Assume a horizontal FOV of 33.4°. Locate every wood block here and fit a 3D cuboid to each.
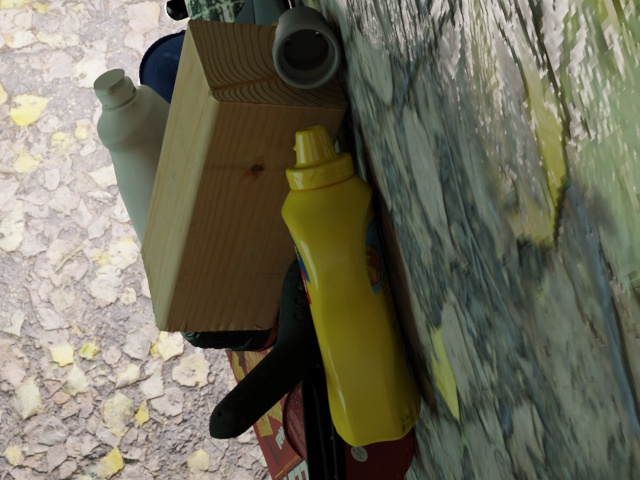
[{"bbox_3d":[-0.060,-0.038,0.738,0.090,0.090,0.206,-111,30,-42],"label":"wood block"}]

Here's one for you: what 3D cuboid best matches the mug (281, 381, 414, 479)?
[{"bbox_3d":[0.027,0.135,0.813,0.081,0.093,0.117,-137,68,-73],"label":"mug"}]

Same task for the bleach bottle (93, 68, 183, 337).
[{"bbox_3d":[-0.129,-0.032,0.916,0.102,0.068,0.250,-70,-33,-43],"label":"bleach bottle"}]

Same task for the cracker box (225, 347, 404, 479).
[{"bbox_3d":[-0.016,0.162,1.036,0.214,0.072,0.164,68,153,19],"label":"cracker box"}]

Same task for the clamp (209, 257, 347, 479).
[{"bbox_3d":[-0.001,0.086,0.730,0.164,0.036,0.209,61,-143,-40],"label":"clamp"}]

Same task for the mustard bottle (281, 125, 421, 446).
[{"bbox_3d":[0.016,0.023,0.662,0.096,0.058,0.191,-70,-32,-74],"label":"mustard bottle"}]

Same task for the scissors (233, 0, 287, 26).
[{"bbox_3d":[-0.055,-0.184,0.778,0.016,0.096,0.202,-23,-82,-56],"label":"scissors"}]
